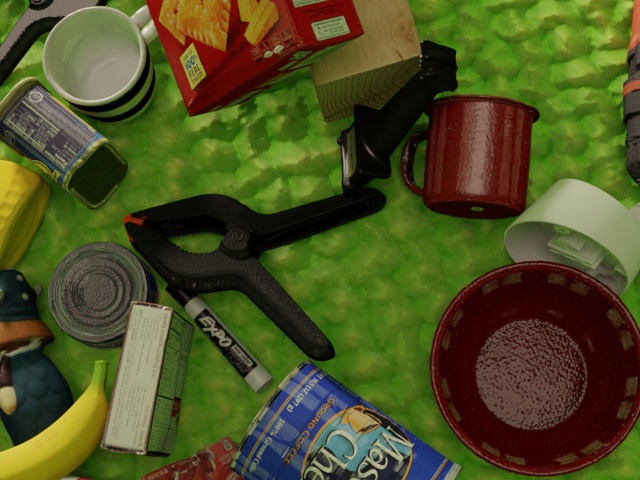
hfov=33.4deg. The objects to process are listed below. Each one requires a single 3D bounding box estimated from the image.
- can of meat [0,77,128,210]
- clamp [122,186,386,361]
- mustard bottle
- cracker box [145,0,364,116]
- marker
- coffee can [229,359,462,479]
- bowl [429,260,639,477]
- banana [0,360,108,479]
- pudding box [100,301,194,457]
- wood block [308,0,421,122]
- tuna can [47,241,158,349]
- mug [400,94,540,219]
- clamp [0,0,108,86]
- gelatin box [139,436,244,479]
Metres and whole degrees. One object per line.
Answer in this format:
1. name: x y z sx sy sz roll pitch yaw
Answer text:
1. can of meat: -0.210 -0.076 0.873 0.084 0.102 0.057 38 84 10
2. clamp: -0.056 0.001 0.862 0.210 0.036 0.164 16 55 18
3. mustard bottle: -0.332 -0.044 0.898 0.192 0.058 0.096 22 78 10
4. cracker box: -0.075 -0.222 0.815 0.071 0.164 0.214 -23 93 -39
5. marker: -0.084 0.073 0.867 0.020 0.020 0.121 -42 76 -5
6. coffee can: 0.019 0.170 0.791 0.140 0.103 0.103 34 82 12
7. bowl: 0.164 0.099 0.819 0.162 0.055 0.162 -1 77 5
8. banana: -0.236 0.161 0.790 0.197 0.037 0.070 -24 64 -16
9. pudding box: -0.132 0.110 0.826 0.039 0.090 0.113 7 78 6
10. wood block: 0.016 -0.218 0.891 0.091 0.090 0.206 -16 76 1
11. tuna can: -0.178 0.045 0.875 0.086 0.034 0.086 -1 76 5
12. mug: 0.114 -0.063 0.852 0.117 0.093 0.081 0 80 35
13. clamp: -0.257 -0.221 0.936 0.171 0.039 0.120 -33 99 -7
14. gelatin box: -0.087 0.198 0.807 0.089 0.030 0.073 -17 68 -44
